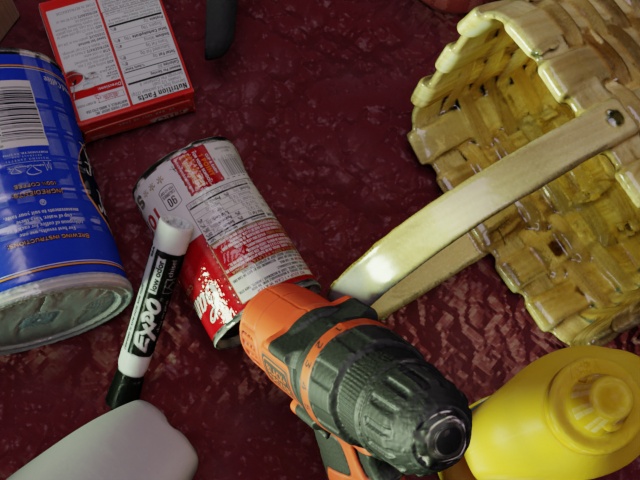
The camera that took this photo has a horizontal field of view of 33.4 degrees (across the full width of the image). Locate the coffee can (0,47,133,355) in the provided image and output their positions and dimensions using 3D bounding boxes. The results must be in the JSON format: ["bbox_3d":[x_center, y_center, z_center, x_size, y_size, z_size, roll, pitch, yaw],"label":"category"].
[{"bbox_3d":[-0.172,-0.019,0.587,0.102,0.103,0.140,-18,75,-7],"label":"coffee can"}]

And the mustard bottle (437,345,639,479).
[{"bbox_3d":[0.113,0.089,0.517,0.096,0.192,0.058,-16,75,-7],"label":"mustard bottle"}]

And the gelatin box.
[{"bbox_3d":[-0.124,-0.111,0.654,0.073,0.030,0.089,-18,75,-9],"label":"gelatin box"}]

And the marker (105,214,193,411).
[{"bbox_3d":[-0.095,0.044,0.582,0.020,0.020,0.121,21,110,4],"label":"marker"}]

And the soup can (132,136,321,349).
[{"bbox_3d":[-0.054,0.001,0.603,0.068,0.068,0.102,-29,76,-10],"label":"soup can"}]

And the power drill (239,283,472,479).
[{"bbox_3d":[0.035,0.116,0.499,0.057,0.185,0.187,-26,110,-15],"label":"power drill"}]
